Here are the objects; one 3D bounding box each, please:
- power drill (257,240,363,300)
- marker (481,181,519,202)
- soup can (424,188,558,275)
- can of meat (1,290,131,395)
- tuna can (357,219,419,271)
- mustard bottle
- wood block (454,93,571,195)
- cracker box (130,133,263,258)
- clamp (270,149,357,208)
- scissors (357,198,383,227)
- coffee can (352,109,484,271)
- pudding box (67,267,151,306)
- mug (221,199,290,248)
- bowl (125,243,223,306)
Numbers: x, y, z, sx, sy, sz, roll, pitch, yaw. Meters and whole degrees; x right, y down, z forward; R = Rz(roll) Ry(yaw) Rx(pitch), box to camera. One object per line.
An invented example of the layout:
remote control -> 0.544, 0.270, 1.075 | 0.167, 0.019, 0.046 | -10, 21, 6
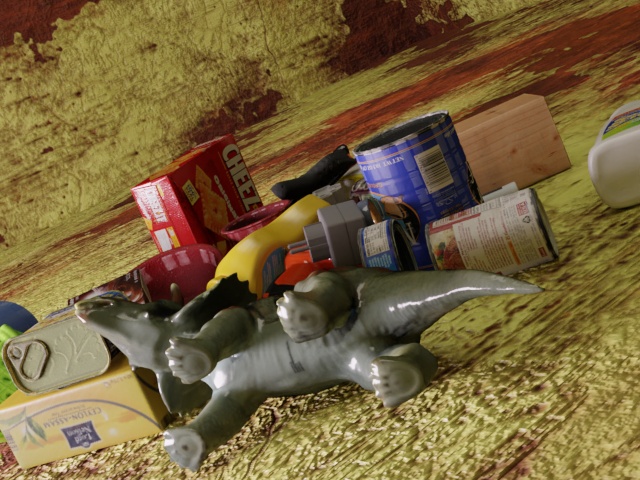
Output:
power drill -> -0.004, 0.049, 1.066 | 0.185, 0.057, 0.187 | -11, 16, 28
marker -> 0.164, -0.034, 1.195 | 0.121, 0.020, 0.020 | -22, 12, 8
soup can -> 0.152, 0.000, 0.950 | 0.102, 0.068, 0.068 | -20, 12, 16
can of meat -> -0.226, 0.091, 0.981 | 0.102, 0.057, 0.084 | -19, 11, 17
tuna can -> 0.065, 0.024, 0.971 | 0.034, 0.086, 0.086 | -19, 13, 14
mustard bottle -> -0.061, 0.028, 1.190 | 0.058, 0.096, 0.191 | 32, 45, 24
wood block -> 0.172, -0.089, 1.250 | 0.206, 0.090, 0.091 | -24, 11, 0
cracker box -> -0.159, -0.042, 1.500 | 0.072, 0.164, 0.213 | -16, 14, 27
clamp -> -0.027, -0.062, 1.483 | 0.209, 0.036, 0.165 | -38, -12, -43
scissors -> 0.066, -0.016, 1.145 | 0.016, 0.096, 0.201 | -24, 15, 10
coffee can -> 0.105, -0.045, 1.059 | 0.103, 0.140, 0.103 | -23, 12, 5
pudding box -> -0.227, 0.086, 1.159 | 0.090, 0.039, 0.113 | -24, 28, -2
mug -> -0.059, 0.002, 1.316 | 0.093, 0.081, 0.117 | -17, 14, 29
bowl -> -0.176, 0.073, 1.245 | 0.162, 0.055, 0.162 | -20, 28, 11
